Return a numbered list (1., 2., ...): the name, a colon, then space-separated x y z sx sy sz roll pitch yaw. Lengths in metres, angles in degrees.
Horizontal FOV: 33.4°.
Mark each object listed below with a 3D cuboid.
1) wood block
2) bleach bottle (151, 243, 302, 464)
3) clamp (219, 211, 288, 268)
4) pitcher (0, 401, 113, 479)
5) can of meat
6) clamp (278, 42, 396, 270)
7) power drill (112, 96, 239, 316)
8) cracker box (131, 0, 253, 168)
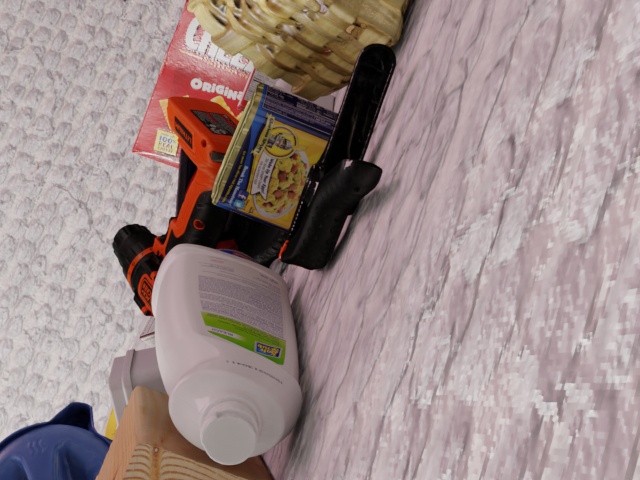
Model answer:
1. wood block: -0.096 0.165 0.694 0.206 0.090 0.091 -172 104 -80
2. bleach bottle: -0.065 0.071 0.679 0.251 0.102 0.068 -106 33 -75
3. clamp: -0.056 0.001 0.902 0.210 0.036 0.164 -48 47 37
4. pitcher: -0.212 0.244 0.946 0.149 0.145 0.243 -35 -11 -7
5. can of meat: -0.027 -0.058 0.799 0.057 0.084 0.102 -88 21 -62
6. clamp: 0.009 -0.030 0.689 0.120 0.039 0.172 -74 4 -50
7. power drill: -0.119 -0.024 0.918 0.185 0.057 0.188 42 123 47
8. cracker box: -0.120 -0.179 1.310 0.072 0.164 0.214 -88 21 -58
